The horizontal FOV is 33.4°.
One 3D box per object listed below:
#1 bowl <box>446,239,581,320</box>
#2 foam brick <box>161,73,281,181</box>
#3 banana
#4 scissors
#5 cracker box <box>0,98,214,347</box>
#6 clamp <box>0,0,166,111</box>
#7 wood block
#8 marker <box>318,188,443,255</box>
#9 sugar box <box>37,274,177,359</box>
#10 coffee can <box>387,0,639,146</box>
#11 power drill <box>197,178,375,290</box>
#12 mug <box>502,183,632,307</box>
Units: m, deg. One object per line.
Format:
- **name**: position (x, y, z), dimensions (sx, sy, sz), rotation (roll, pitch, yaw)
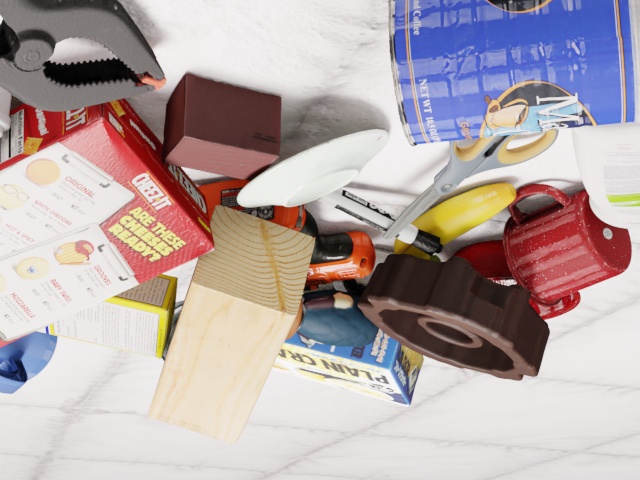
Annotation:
- **bowl**: position (0.184, 0.041, 1.098), dimensions (0.162, 0.055, 0.162), rotation (1, 159, 0)
- **foam brick**: position (-0.074, -0.082, 0.795), dimensions (0.078, 0.053, 0.051), rotation (11, 156, -24)
- **banana**: position (0.113, -0.010, 1.005), dimensions (0.069, 0.037, 0.198), rotation (-19, 168, -21)
- **scissors**: position (0.124, -0.052, 0.875), dimensions (0.096, 0.016, 0.202), rotation (0, 150, -15)
- **cracker box**: position (-0.215, -0.018, 0.819), dimensions (0.214, 0.072, 0.164), rotation (-25, 138, 11)
- **clamp**: position (-0.194, -0.120, 0.667), dimensions (0.209, 0.036, 0.165), rotation (15, 128, -47)
- **wood block**: position (-0.081, 0.079, 0.933), dimensions (0.090, 0.090, 0.206), rotation (19, 136, -6)
- **marker**: position (0.055, -0.018, 0.950), dimensions (0.121, 0.020, 0.020), rotation (26, 153, -10)
- **sugar box**: position (-0.224, 0.053, 0.987), dimensions (0.176, 0.048, 0.093), rotation (16, 142, -1)
- **coffee can**: position (0.119, -0.114, 0.640), dimensions (0.140, 0.103, 0.102), rotation (-5, 158, 14)
- **power drill**: position (-0.057, 0.001, 1.007), dimensions (0.185, 0.057, 0.187), rotation (-10, 159, 16)
- **mug**: position (0.217, -0.005, 0.958), dimensions (0.082, 0.093, 0.117), rotation (-27, 110, 41)
